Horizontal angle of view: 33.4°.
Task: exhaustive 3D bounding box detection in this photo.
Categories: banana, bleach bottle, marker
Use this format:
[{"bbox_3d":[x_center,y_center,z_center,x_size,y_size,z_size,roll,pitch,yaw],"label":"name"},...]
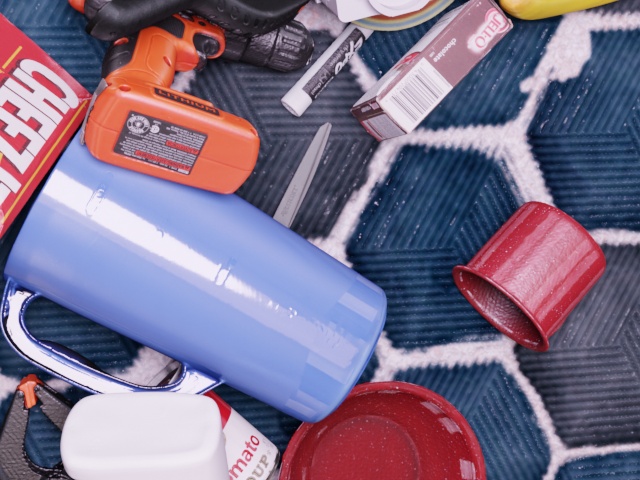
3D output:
[{"bbox_3d":[0.197,-0.196,0.812,0.197,0.070,0.037,-18,90,-28],"label":"banana"},{"bbox_3d":[-0.108,0.216,0.731,0.102,0.068,0.251,-1,126,-1],"label":"bleach bottle"},{"bbox_3d":[0.016,-0.144,0.810,0.020,0.020,0.121,42,84,-11],"label":"marker"}]

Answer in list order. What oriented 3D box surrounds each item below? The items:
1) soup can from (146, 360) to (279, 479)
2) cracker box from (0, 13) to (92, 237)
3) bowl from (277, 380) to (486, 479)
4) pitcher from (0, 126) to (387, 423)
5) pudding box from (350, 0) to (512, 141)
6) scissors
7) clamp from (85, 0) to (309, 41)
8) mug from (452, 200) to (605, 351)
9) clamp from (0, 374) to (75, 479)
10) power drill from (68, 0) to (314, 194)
[{"bbox_3d":[-0.088,0.145,0.776,0.102,0.068,0.068,44,83,-11],"label":"soup can"},{"bbox_3d":[-0.259,-0.101,0.645,0.213,0.164,0.072,42,127,-20],"label":"cracker box"},{"bbox_3d":[0.041,0.182,0.812,0.162,0.055,0.162,-1,93,-12],"label":"bowl"},{"bbox_3d":[-0.086,0.034,0.727,0.242,0.145,0.149,30,120,-7],"label":"pitcher"},{"bbox_3d":[0.080,-0.126,0.789,0.113,0.090,0.039,-44,98,-6],"label":"pudding box"},{"bbox_3d":[-0.055,0.001,0.803,0.096,0.016,0.202,10,90,-12],"label":"scissors"},{"bbox_3d":[-0.091,-0.190,0.705,0.209,0.036,0.164,-3,60,-47],"label":"clamp"},{"bbox_3d":[0.167,0.032,0.822,0.081,0.093,0.117,-46,132,-12],"label":"mug"},{"bbox_3d":[-0.197,0.185,0.769,0.120,0.039,0.171,-26,96,-19],"label":"clamp"},{"bbox_3d":[-0.084,-0.115,0.718,0.184,0.187,0.057,14,129,-19],"label":"power drill"}]
